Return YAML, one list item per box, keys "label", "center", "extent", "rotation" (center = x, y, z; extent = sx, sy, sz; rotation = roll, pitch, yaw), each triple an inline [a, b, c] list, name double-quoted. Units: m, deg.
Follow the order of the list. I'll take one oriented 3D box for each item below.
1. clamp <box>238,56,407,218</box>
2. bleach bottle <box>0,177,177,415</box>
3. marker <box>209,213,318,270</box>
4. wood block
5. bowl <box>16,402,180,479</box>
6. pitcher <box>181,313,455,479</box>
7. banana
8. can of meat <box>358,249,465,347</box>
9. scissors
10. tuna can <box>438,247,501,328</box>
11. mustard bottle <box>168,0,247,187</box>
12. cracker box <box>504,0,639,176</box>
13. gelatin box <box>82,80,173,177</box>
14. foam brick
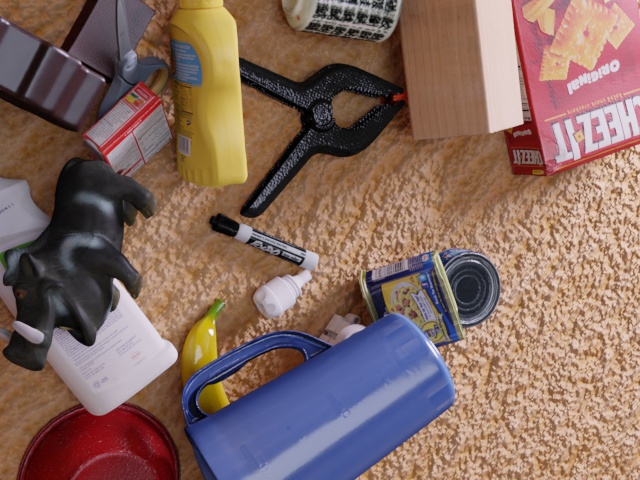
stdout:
- label: "clamp"
  center: [-0.007, -0.114, 1.073]
  extent: [0.209, 0.036, 0.164]
  rotation: [-9, 98, -24]
- label: "bleach bottle"
  center: [-0.240, 0.033, 0.971]
  extent: [0.102, 0.068, 0.251]
  rotation: [-37, 106, -20]
- label: "marker"
  center: [-0.057, 0.001, 1.072]
  extent: [0.121, 0.020, 0.020]
  rotation: [23, 86, -25]
- label: "wood block"
  center: [0.139, -0.212, 1.084]
  extent: [0.090, 0.090, 0.206]
  rotation: [-21, 106, -54]
- label: "bowl"
  center: [-0.203, 0.236, 1.012]
  extent: [0.161, 0.055, 0.162]
  rotation: [-3, 97, -24]
- label: "pitcher"
  center: [-0.003, 0.164, 1.009]
  extent: [0.242, 0.145, 0.149]
  rotation: [-32, 124, -13]
- label: "banana"
  center: [-0.096, 0.162, 1.061]
  extent: [0.069, 0.037, 0.198]
  rotation: [-21, 103, -19]
- label: "can of meat"
  center: [0.096, 0.068, 1.108]
  extent: [0.084, 0.057, 0.102]
  rotation: [-18, 104, 10]
- label: "scissors"
  center: [-0.159, -0.163, 0.935]
  extent: [0.016, 0.202, 0.096]
  rotation: [38, 53, 8]
- label: "tuna can"
  center: [0.153, 0.052, 1.164]
  extent: [0.086, 0.034, 0.086]
  rotation: [-3, 96, -24]
- label: "mustard bottle"
  center: [-0.106, -0.150, 0.977]
  extent: [0.058, 0.096, 0.192]
  rotation: [-10, 109, -23]
- label: "cracker box"
  center: [0.275, -0.194, 1.173]
  extent: [0.164, 0.072, 0.214]
  rotation: [-19, 104, -21]
- label: "gelatin box"
  center: [-0.175, -0.095, 0.973]
  extent: [0.030, 0.089, 0.073]
  rotation: [42, 77, 12]
- label: "foam brick"
  center: [-0.195, -0.189, 0.973]
  extent: [0.053, 0.051, 0.078]
  rotation: [31, 83, -25]
